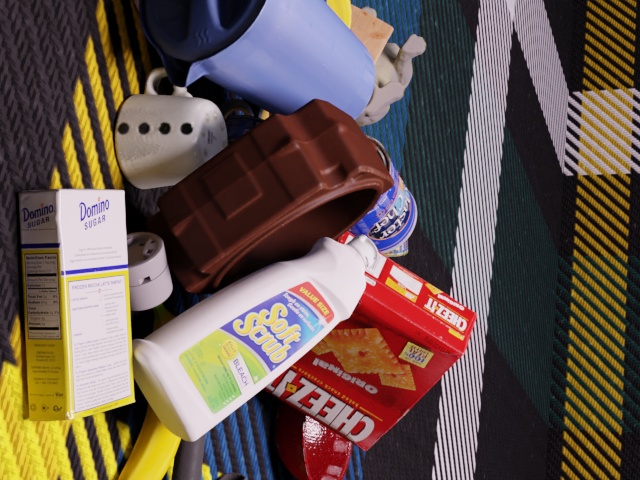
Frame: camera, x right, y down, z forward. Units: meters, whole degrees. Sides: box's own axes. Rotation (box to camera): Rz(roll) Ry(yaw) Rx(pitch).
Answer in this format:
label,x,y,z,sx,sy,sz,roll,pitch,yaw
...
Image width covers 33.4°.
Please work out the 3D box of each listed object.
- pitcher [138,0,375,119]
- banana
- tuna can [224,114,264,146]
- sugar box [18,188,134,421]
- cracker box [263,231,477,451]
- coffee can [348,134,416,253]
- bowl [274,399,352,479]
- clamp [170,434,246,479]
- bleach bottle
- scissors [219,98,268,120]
label,x,y,z,sx,sy,sz,roll,pitch,yaw
pitcher,-0.040,-0.194,0.980,0.242,0.149,0.145,26,39,-59
banana,-0.149,0.150,0.961,0.069,0.037,0.198,22,64,-40
tuna can,-0.072,-0.087,1.087,0.086,0.086,0.033,64,35,-47
sugar box,-0.191,0.048,0.841,0.093,0.048,0.176,-4,89,-68
cracker box,0.037,0.112,1.119,0.214,0.164,0.072,-54,-175,43
coffee can,0.052,-0.054,1.293,0.140,0.103,0.103,50,44,-63
bowl,-0.012,0.220,1.267,0.162,0.055,0.162,-1,90,-68
clamp,-0.125,0.271,1.009,0.164,0.036,0.210,67,34,-52
bleach bottle,-0.049,0.066,0.955,0.250,0.068,0.102,-37,114,-26
scissors,-0.075,-0.082,1.154,0.096,0.016,0.202,-10,129,-30
